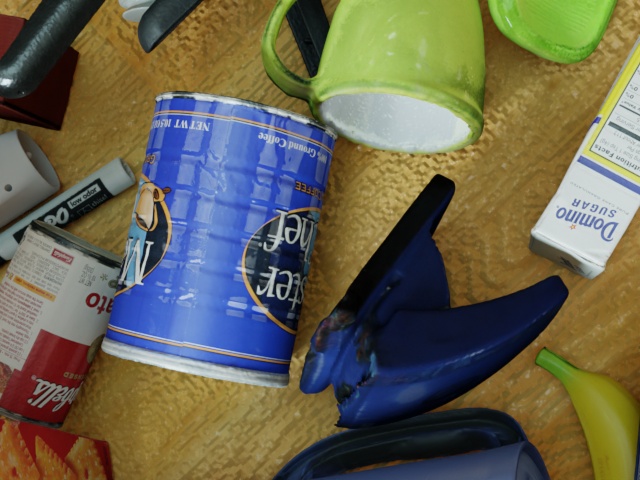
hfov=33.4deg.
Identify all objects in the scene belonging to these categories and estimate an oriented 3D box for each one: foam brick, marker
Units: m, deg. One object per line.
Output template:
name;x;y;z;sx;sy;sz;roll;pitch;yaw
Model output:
foam brick;-0.186;-0.100;0.627;0.053;0.078;0.051;13;88;11
marker;-0.166;-0.011;0.644;0.121;0.020;0.020;-31;80;6

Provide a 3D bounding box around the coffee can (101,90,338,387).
coffee can;-0.054;0.001;0.581;0.103;0.102;0.140;11;86;11

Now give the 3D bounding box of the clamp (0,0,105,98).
clamp;-0.114;-0.190;0.584;0.210;0.036;0.164;-29;73;-1

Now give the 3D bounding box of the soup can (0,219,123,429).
soup can;-0.157;0.047;0.612;0.068;0.068;0.102;25;88;11

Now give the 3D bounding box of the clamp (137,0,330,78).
clamp;-0.043;-0.170;0.614;0.120;0.039;0.171;4;80;-25

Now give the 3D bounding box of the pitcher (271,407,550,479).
pitcher;0.002;0.172;0.537;0.243;0.149;0.145;-10;85;20
